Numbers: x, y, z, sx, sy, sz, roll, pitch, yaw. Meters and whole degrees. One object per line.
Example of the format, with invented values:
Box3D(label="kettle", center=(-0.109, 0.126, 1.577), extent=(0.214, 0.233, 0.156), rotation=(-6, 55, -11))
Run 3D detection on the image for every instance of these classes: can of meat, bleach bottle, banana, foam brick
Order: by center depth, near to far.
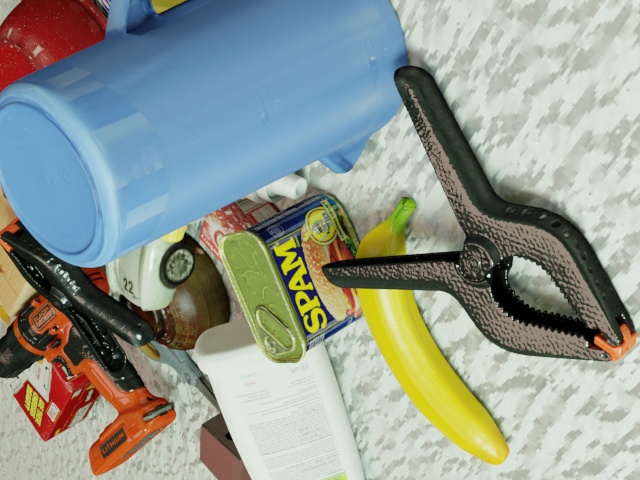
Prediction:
Box3D(label="banana", center=(0.069, 0.070, 0.745), extent=(0.070, 0.037, 0.198), rotation=(-13, 103, 54))
Box3D(label="can of meat", center=(-0.013, 0.026, 0.776), extent=(0.058, 0.083, 0.102), rotation=(-11, 104, 53))
Box3D(label="bleach bottle", center=(-0.019, 0.183, 0.878), extent=(0.068, 0.102, 0.251), rotation=(-102, -3, -71))
Box3D(label="foam brick", center=(-0.061, 0.175, 0.939), extent=(0.053, 0.078, 0.051), rotation=(37, 139, 30))

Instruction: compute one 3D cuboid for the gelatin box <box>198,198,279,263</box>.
Box3D(label="gelatin box", center=(-0.056, 0.001, 0.856), extent=(0.089, 0.030, 0.073), rotation=(48, 143, 19))

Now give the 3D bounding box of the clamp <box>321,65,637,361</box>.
Box3D(label="clamp", center=(0.095, 0.014, 0.662), extent=(0.210, 0.036, 0.165), rotation=(41, 127, 19))

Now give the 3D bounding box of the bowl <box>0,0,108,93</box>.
Box3D(label="bowl", center=(-0.211, -0.118, 0.833), extent=(0.162, 0.055, 0.162), rotation=(26, 130, 35))

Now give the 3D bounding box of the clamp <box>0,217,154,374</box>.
Box3D(label="clamp", center=(-0.225, 0.053, 0.970), extent=(0.171, 0.039, 0.120), rotation=(43, 143, 7))

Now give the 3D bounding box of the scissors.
Box3D(label="scissors", center=(-0.129, 0.112, 1.033), extent=(0.202, 0.016, 0.096), rotation=(34, 136, 33))

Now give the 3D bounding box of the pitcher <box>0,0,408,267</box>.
Box3D(label="pitcher", center=(-0.072, -0.091, 0.634), extent=(0.149, 0.242, 0.145), rotation=(45, 139, 14))

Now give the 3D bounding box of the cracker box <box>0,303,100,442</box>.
Box3D(label="cracker box", center=(-0.335, 0.104, 1.233), extent=(0.214, 0.072, 0.164), rotation=(53, 144, 11))

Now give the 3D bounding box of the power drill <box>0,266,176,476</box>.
Box3D(label="power drill", center=(-0.246, 0.141, 1.087), extent=(0.185, 0.057, 0.188), rotation=(-41, 81, 30))
